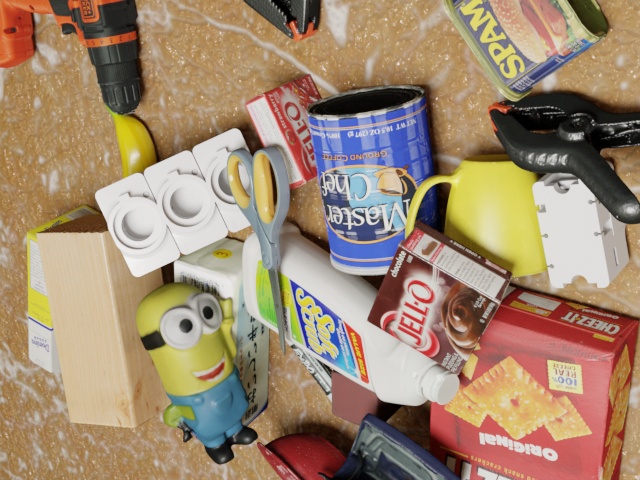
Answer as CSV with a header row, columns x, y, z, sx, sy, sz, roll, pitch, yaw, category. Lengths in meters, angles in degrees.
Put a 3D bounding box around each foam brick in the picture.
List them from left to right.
x,y,z,sx,sy,sz,roll,pitch,yaw,category
0.052,0.136,1.025,0.053,0.078,0.051,15,121,30,foam brick

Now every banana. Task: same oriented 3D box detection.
x,y,z,sx,sy,sz,roll,pitch,yaw,category
-0.204,-0.052,1.154,0.070,0.037,0.198,36,129,44,banana

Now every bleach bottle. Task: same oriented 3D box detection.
x,y,z,sx,sy,sz,roll,pitch,yaw,category
0.027,0.073,0.976,0.251,0.067,0.102,29,128,43,bleach bottle

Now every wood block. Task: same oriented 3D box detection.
x,y,z,sx,sy,sz,roll,pitch,yaw,category
-0.219,0.081,1.119,0.091,0.090,0.206,-1,104,28,wood block

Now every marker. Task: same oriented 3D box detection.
x,y,z,sx,sy,sz,roll,pitch,yaw,category
-0.013,0.119,1.103,0.121,0.020,0.020,52,131,4,marker

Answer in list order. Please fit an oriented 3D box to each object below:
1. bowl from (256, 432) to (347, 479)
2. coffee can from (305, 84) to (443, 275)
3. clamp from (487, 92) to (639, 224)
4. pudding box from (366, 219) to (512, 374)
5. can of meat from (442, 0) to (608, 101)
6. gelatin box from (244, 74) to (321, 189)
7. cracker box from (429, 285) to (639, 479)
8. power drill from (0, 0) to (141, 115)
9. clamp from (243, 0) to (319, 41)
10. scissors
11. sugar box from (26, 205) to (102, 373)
x,y,z,sx,sy,sz,roll,pitch,yaw,category
0.007,0.251,1.099,0.162,0.055,0.162,44,165,14,bowl
0.049,-0.054,0.921,0.103,0.102,0.140,4,113,35,coffee can
0.209,-0.080,0.813,0.172,0.120,0.039,34,149,42,clamp
0.094,0.047,0.858,0.090,0.039,0.114,29,140,10,pudding box
0.158,-0.173,0.816,0.084,0.057,0.102,-34,89,39,can of meat
-0.020,-0.099,0.969,0.030,0.073,0.089,-20,99,40,gelatin box
0.181,0.153,0.943,0.164,0.072,0.214,16,120,31,cracker box
-0.268,-0.220,1.106,0.188,0.057,0.184,3,109,32,power drill
-0.063,-0.274,0.942,0.165,0.036,0.210,-9,106,38,clamp
-0.056,0.001,0.987,0.096,0.016,0.202,35,133,44,scissors
-0.290,0.056,1.227,0.048,0.093,0.176,27,124,24,sugar box
